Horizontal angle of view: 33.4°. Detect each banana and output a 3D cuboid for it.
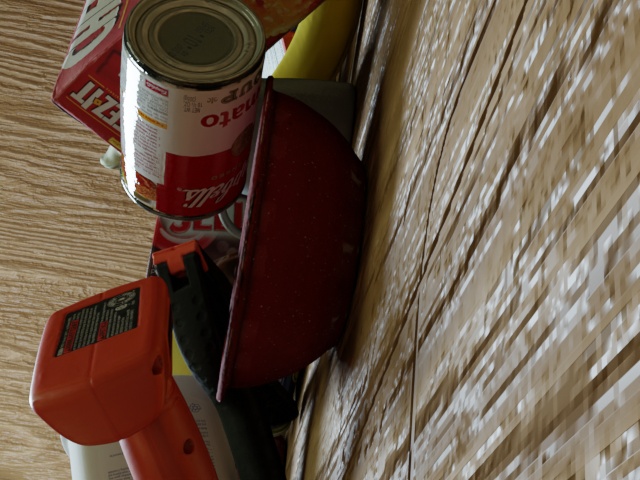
[{"bbox_3d":[-0.016,-0.127,0.704,0.037,0.070,0.198,-16,-52,-69],"label":"banana"}]

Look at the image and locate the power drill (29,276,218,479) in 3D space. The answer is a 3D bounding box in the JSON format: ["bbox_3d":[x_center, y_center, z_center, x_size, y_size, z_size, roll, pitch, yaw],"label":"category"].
[{"bbox_3d":[-0.060,0.122,0.448,0.184,0.057,0.187,-120,11,-70],"label":"power drill"}]

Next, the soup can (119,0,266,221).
[{"bbox_3d":[-0.065,-0.067,0.530,0.102,0.068,0.068,105,172,-53],"label":"soup can"}]

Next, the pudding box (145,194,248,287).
[{"bbox_3d":[-0.055,0.001,0.709,0.039,0.113,0.090,109,168,-69],"label":"pudding box"}]

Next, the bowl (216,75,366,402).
[{"bbox_3d":[-0.013,0.003,0.526,0.162,0.055,0.162,-172,91,-86],"label":"bowl"}]

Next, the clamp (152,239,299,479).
[{"bbox_3d":[-0.050,0.082,0.618,0.120,0.039,0.171,-106,-10,-58],"label":"clamp"}]

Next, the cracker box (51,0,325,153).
[{"bbox_3d":[-0.052,-0.167,0.603,0.214,0.072,0.164,-34,33,31],"label":"cracker box"}]
